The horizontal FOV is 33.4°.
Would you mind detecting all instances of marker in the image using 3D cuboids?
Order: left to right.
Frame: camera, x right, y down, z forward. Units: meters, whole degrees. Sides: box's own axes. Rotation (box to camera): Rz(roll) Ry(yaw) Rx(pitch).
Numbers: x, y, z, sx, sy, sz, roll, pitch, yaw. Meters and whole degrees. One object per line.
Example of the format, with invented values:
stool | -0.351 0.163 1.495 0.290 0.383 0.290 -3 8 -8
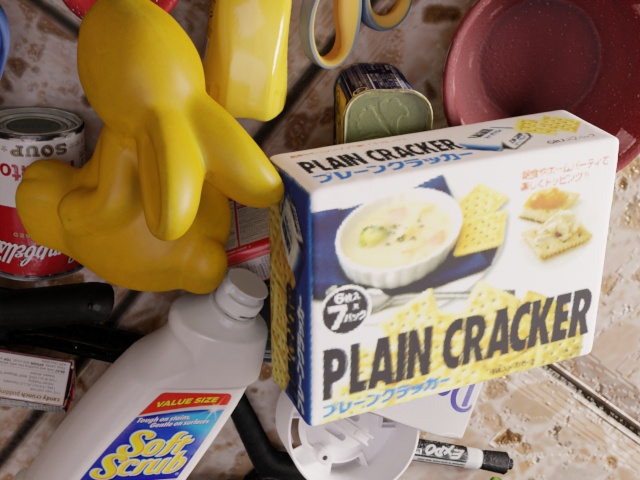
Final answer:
marker | 0.099 0.173 0.866 0.121 0.020 0.020 10 112 -10

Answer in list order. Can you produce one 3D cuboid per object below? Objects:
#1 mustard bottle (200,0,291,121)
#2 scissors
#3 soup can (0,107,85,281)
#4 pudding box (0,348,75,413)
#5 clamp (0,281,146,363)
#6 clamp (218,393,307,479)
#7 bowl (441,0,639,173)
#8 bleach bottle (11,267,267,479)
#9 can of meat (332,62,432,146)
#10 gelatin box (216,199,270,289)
mustard bottle | -0.040 -0.177 0.658 0.058 0.096 0.192 5 113 -8
scissors | 0.030 -0.201 0.661 0.096 0.016 0.202 -17 133 -34
soup can | -0.192 -0.032 0.721 0.068 0.068 0.102 2 112 -7
pudding box | -0.232 0.096 0.759 0.113 0.090 0.039 9 76 -10
clamp | -0.219 0.050 0.731 0.210 0.164 0.036 8 71 -2
clamp | -0.044 0.185 0.847 0.171 0.039 0.120 24 109 -23
bowl | 0.157 -0.116 0.727 0.162 0.055 0.162 -2 114 -5
bleach bottle | -0.117 0.115 0.720 0.102 0.068 0.251 19 122 -30
can of meat | 0.038 -0.063 0.722 0.057 0.084 0.102 -1 113 -6
gelatin box | -0.055 0.001 0.738 0.073 0.089 0.030 -18 117 2
